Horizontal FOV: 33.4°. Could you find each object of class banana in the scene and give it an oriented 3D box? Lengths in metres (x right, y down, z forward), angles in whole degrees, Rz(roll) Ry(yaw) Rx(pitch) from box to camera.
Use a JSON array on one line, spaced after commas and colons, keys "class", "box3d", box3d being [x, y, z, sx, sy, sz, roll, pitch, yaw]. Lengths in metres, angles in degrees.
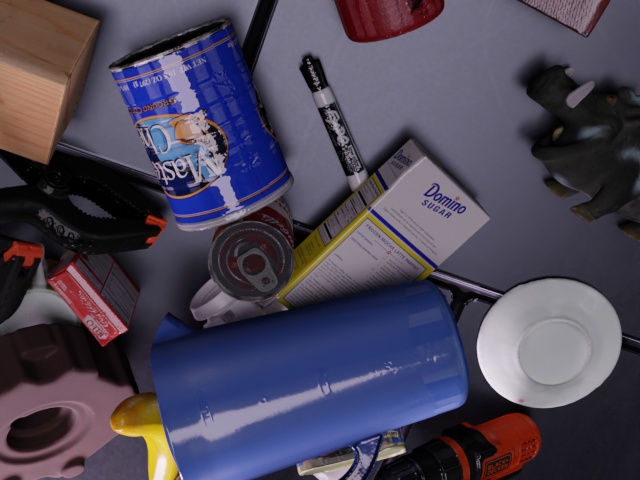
[{"class": "banana", "box3d": [-0.144, 0.173, 0.931, 0.037, 0.069, 0.198, 8, 147, 8]}]

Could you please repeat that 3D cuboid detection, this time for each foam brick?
[{"class": "foam brick", "box3d": [0.186, -0.204, 0.845, 0.078, 0.053, 0.051, 25, 106, -11]}]

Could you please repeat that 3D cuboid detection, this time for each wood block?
[{"class": "wood block", "box3d": [-0.288, -0.149, 0.817, 0.206, 0.090, 0.091, 20, 134, -8]}]

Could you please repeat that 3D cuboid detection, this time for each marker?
[{"class": "marker", "box3d": [0.012, -0.098, 0.894, 0.020, 0.020, 0.121, -22, 108, 6]}]

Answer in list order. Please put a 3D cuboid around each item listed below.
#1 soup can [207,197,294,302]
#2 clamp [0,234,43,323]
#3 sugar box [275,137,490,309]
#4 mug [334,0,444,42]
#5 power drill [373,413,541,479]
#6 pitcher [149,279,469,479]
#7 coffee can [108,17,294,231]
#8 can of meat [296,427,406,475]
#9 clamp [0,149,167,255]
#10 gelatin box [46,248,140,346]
[{"class": "soup can", "box3d": [-0.056, 0.001, 0.882, 0.068, 0.102, 0.068, 0, 109, -2]}, {"class": "clamp", "box3d": [-0.292, 0.053, 0.877, 0.172, 0.039, 0.120, -21, 81, 33]}, {"class": "sugar box", "box3d": [0.048, 0.006, 0.910, 0.176, 0.048, 0.093, -44, 120, 10]}, {"class": "mug", "box3d": [0.053, -0.202, 0.812, 0.093, 0.117, 0.081, -29, 115, -20]}, {"class": "power drill", "box3d": [0.117, 0.256, 0.962, 0.184, 0.057, 0.188, -11, 118, -33]}, {"class": "pitcher", "box3d": [-0.007, 0.123, 0.859, 0.242, 0.145, 0.149, -15, 131, -4]}, {"class": "coffee can", "box3d": [-0.093, -0.092, 0.849, 0.103, 0.103, 0.140, -20, 108, 5]}, {"class": "can of meat", "box3d": [0.019, 0.155, 0.941, 0.102, 0.057, 0.084, -14, 72, 3]}, {"class": "clamp", "box3d": [-0.225, -0.049, 0.866, 0.209, 0.164, 0.036, 17, 134, -30]}, {"class": "gelatin box", "box3d": [-0.190, 0.039, 0.898, 0.030, 0.089, 0.073, -34, 107, 9]}]
